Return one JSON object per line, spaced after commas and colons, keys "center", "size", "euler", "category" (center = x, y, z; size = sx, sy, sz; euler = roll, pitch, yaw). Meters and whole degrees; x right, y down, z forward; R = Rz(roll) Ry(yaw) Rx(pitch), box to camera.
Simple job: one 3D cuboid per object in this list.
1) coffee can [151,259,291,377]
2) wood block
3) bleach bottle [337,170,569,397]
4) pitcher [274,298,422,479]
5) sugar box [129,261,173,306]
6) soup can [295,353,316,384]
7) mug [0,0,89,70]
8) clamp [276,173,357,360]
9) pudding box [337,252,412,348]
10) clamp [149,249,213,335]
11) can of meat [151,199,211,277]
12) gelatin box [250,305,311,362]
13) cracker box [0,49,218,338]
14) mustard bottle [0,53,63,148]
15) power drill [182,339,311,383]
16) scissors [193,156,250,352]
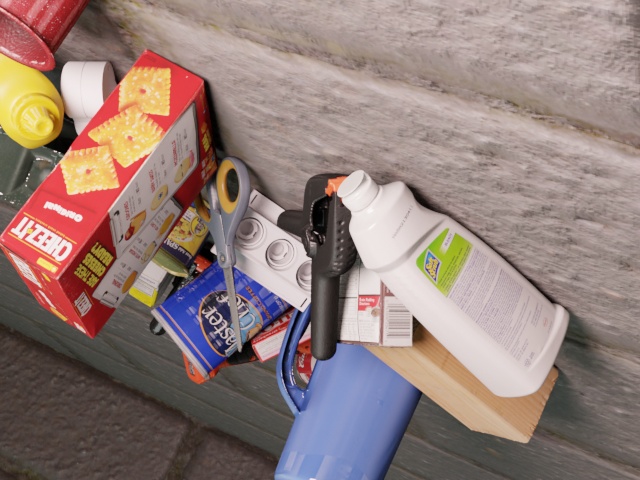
{"center": [-0.117, 0.081, 1.281], "size": [0.103, 0.140, 0.103], "euler": [49, 171, 11], "category": "coffee can"}
{"center": [0.144, 0.118, 1.109], "size": [0.205, 0.090, 0.090], "euler": [40, 159, -31], "category": "wood block"}
{"center": [0.110, 0.026, 0.921], "size": [0.250, 0.102, 0.068], "euler": [44, 146, -24], "category": "bleach bottle"}
{"center": [0.033, 0.169, 1.165], "size": [0.149, 0.242, 0.145], "euler": [9, 153, 33], "category": "pitcher"}
{"center": [-0.210, 0.025, 1.396], "size": [0.048, 0.093, 0.176], "euler": [29, 162, -1], "category": "sugar box"}
{"center": [0.016, 0.176, 1.512], "size": [0.068, 0.068, 0.102], "euler": [35, 162, -19], "category": "soup can"}
{"center": [-0.227, -0.196, 0.811], "size": [0.093, 0.081, 0.117], "euler": [22, 162, 23], "category": "mug"}
{"center": [0.004, 0.011, 0.985], "size": [0.036, 0.164, 0.210], "euler": [-8, 160, -17], "category": "clamp"}
{"center": [0.050, 0.044, 1.013], "size": [0.039, 0.113, 0.090], "euler": [5, 175, -27], "category": "pudding box"}
{"center": [-0.186, 0.066, 1.444], "size": [0.039, 0.120, 0.172], "euler": [25, 160, -8], "category": "clamp"}
{"center": [-0.175, -0.020, 1.228], "size": [0.102, 0.084, 0.058], "euler": [39, 160, -31], "category": "can of meat"}
{"center": [-0.043, 0.106, 1.317], "size": [0.030, 0.089, 0.073], "euler": [63, 180, -20], "category": "gelatin box"}
{"center": [-0.181, -0.038, 0.950], "size": [0.072, 0.213, 0.164], "euler": [30, 160, 11], "category": "cracker box"}
{"center": [-0.279, -0.137, 0.982], "size": [0.192, 0.058, 0.096], "euler": [44, 156, 52], "category": "mustard bottle"}
{"center": [-0.089, 0.140, 1.437], "size": [0.187, 0.057, 0.185], "euler": [-14, 178, -13], "category": "power drill"}
{"center": [-0.085, 0.004, 1.063], "size": [0.016, 0.202, 0.096], "euler": [-11, 168, -41], "category": "scissors"}
